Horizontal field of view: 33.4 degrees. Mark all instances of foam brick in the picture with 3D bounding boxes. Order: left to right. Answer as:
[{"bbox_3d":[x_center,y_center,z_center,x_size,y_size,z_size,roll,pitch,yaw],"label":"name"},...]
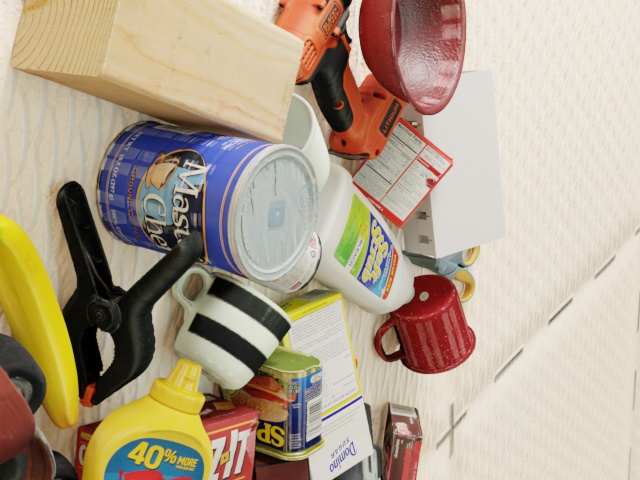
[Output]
[{"bbox_3d":[-0.038,0.228,0.997,0.051,0.053,0.078,-7,109,-12],"label":"foam brick"}]

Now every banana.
[{"bbox_3d":[-0.208,0.048,0.748,0.069,0.037,0.198,-96,176,-49],"label":"banana"}]

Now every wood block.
[{"bbox_3d":[-0.112,-0.140,0.791,0.205,0.091,0.090,15,88,-56],"label":"wood block"}]

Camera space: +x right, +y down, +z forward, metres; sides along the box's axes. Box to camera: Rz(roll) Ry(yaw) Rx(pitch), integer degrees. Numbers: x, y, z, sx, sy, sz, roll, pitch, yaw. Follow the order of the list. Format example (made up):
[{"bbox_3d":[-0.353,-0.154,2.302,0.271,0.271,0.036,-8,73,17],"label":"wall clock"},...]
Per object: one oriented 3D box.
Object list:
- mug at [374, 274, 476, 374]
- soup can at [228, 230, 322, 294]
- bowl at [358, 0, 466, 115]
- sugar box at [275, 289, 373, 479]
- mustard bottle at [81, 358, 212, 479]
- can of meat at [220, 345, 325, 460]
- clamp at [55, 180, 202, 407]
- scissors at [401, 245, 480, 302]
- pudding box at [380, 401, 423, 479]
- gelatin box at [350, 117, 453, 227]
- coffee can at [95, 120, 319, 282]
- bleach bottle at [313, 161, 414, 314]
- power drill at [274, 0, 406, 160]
[{"bbox_3d":[0.114,0.098,1.225,0.117,0.093,0.081,-25,124,-6],"label":"mug"},{"bbox_3d":[-0.056,0.001,0.924,0.102,0.069,0.068,25,80,-42],"label":"soup can"},{"bbox_3d":[0.080,-0.197,0.988,0.161,0.055,0.162,-14,106,-59],"label":"bowl"},{"bbox_3d":[-0.006,0.145,1.053,0.093,0.048,0.176,-21,108,-43],"label":"sugar box"},{"bbox_3d":[-0.133,0.179,0.795,0.096,0.058,0.191,22,90,-30],"label":"mustard bottle"},{"bbox_3d":[-0.046,0.144,0.982,0.057,0.102,0.084,-18,114,-52],"label":"can of meat"},{"bbox_3d":[-0.145,0.048,0.791,0.039,0.120,0.171,-28,128,-56],"label":"clamp"},{"bbox_3d":[0.152,0.015,1.304,0.201,0.016,0.096,42,65,-53],"label":"scissors"},{"bbox_3d":[0.092,0.247,1.230,0.113,0.039,0.090,-72,170,-80],"label":"pudding box"},{"bbox_3d":[0.081,-0.070,1.089,0.089,0.073,0.030,-51,-174,8],"label":"gelatin box"},{"bbox_3d":[-0.087,-0.033,0.821,0.102,0.141,0.103,-25,121,-50],"label":"coffee can"},{"bbox_3d":[0.041,0.010,1.098,0.250,0.068,0.102,36,71,-57],"label":"bleach bottle"},{"bbox_3d":[0.025,-0.181,1.012,0.184,0.057,0.187,-61,142,-23],"label":"power drill"}]
